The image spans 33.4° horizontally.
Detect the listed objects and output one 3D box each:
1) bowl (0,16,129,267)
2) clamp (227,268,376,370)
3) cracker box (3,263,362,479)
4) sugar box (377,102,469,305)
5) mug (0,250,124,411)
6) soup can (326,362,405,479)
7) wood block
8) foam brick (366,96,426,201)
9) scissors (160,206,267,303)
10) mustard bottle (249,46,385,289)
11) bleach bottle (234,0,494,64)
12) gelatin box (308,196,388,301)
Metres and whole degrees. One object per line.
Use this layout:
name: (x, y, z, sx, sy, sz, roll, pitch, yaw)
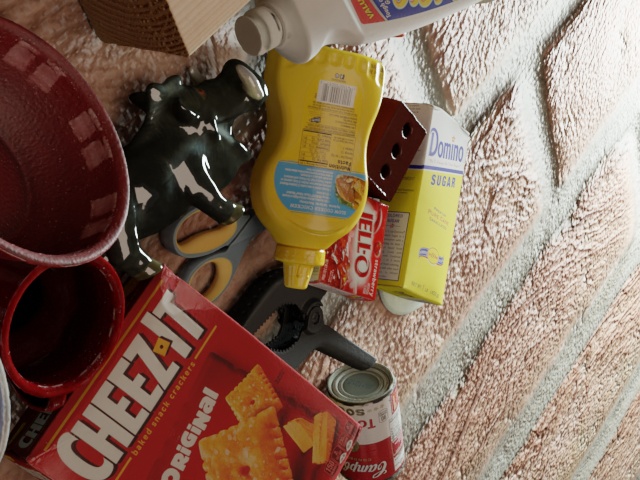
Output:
bowl: (-0.188, -0.049, 0.617, 0.162, 0.055, 0.162, 36, 39, -37)
clamp: (-0.013, 0.072, 0.942, 0.209, 0.036, 0.164, -29, 119, -45)
cracker box: (-0.091, 0.143, 0.768, 0.213, 0.072, 0.164, 42, 66, -24)
sugar box: (0.095, -0.033, 1.010, 0.093, 0.048, 0.176, 24, 76, -58)
mug: (-0.184, 0.053, 0.675, 0.093, 0.082, 0.117, -27, 124, -45)
soup can: (0.045, 0.177, 1.037, 0.068, 0.069, 0.102, -36, 130, -39)
wood block: (-0.069, -0.222, 0.712, 0.205, 0.090, 0.091, -50, 138, -30)
foam brick: (0.049, -0.083, 0.949, 0.053, 0.051, 0.078, 43, 69, -44)
scissors: (-0.056, 0.001, 0.880, 0.201, 0.016, 0.096, -8, 112, -51)
mustard bottle: (-0.007, -0.056, 0.857, 0.096, 0.058, 0.191, 8, 91, -27)
bleach bottle: (0.039, -0.189, 0.800, 0.250, 0.068, 0.102, -33, 122, -34)
gelatin box: (0.021, 0.001, 0.923, 0.073, 0.030, 0.089, 21, 74, -44)
